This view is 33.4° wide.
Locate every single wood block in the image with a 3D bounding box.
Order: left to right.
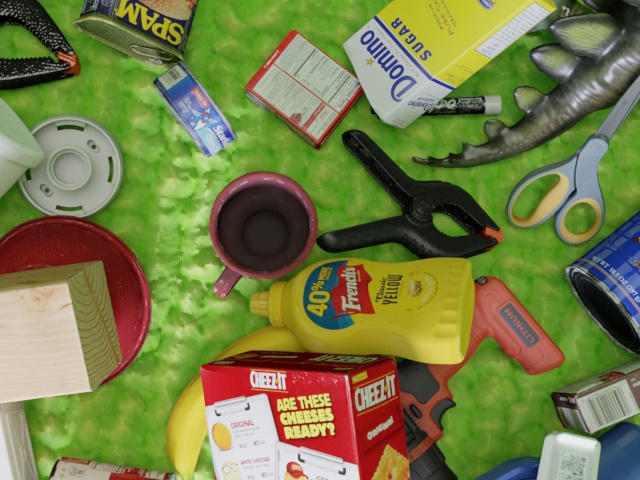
[{"bbox_3d":[-0.278,0.080,0.857,0.206,0.090,0.091,-9,98,7],"label":"wood block"}]

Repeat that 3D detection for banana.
[{"bbox_3d":[-0.077,0.132,0.954,0.069,0.037,0.198,42,85,-16],"label":"banana"}]

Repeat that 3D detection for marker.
[{"bbox_3d":[0.107,-0.124,0.994,0.121,0.020,0.020,-2,84,-2],"label":"marker"}]

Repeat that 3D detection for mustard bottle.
[{"bbox_3d":[0.032,0.057,0.914,0.192,0.058,0.096,0,48,17],"label":"mustard bottle"}]

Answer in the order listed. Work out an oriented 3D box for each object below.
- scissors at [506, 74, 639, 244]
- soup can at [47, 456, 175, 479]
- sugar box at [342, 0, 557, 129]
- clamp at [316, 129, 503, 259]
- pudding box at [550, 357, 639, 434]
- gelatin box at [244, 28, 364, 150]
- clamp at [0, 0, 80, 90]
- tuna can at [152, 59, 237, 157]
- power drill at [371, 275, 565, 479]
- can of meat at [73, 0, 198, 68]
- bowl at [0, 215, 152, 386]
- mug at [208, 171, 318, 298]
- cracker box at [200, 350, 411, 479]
[{"bbox_3d":[0.252,-0.067,0.941,0.096,0.016,0.202,39,122,-15],"label":"scissors"},{"bbox_3d":[-0.182,0.227,0.922,0.102,0.068,0.068,9,84,0],"label":"soup can"},{"bbox_3d":[0.107,-0.186,0.930,0.176,0.048,0.093,-37,62,26],"label":"sugar box"},{"bbox_3d":[0.082,-0.034,0.967,0.171,0.039,0.120,11,75,-15],"label":"clamp"},{"bbox_3d":[0.268,0.131,0.936,0.113,0.090,0.039,-20,83,-3],"label":"pudding box"},{"bbox_3d":[-0.014,-0.139,0.986,0.089,0.030,0.073,38,83,2],"label":"gelatin box"},{"bbox_3d":[-0.325,-0.187,0.978,0.210,0.036,0.164,26,83,1],"label":"clamp"},{"bbox_3d":[-0.113,-0.116,0.953,0.033,0.086,0.086,-36,86,-4],"label":"tuna can"},{"bbox_3d":[0.122,0.136,0.946,0.187,0.057,0.184,-38,86,-5],"label":"power drill"},{"bbox_3d":[-0.160,-0.214,0.960,0.101,0.058,0.084,22,77,-38],"label":"can of meat"},{"bbox_3d":[-0.231,0.061,0.925,0.162,0.055,0.162,1,99,5],"label":"bowl"},{"bbox_3d":[-0.056,0.001,0.943,0.093,0.081,0.117,32,83,2],"label":"mug"},{"bbox_3d":[-0.006,0.201,0.870,0.164,0.071,0.214,-2,97,41],"label":"cracker box"}]
